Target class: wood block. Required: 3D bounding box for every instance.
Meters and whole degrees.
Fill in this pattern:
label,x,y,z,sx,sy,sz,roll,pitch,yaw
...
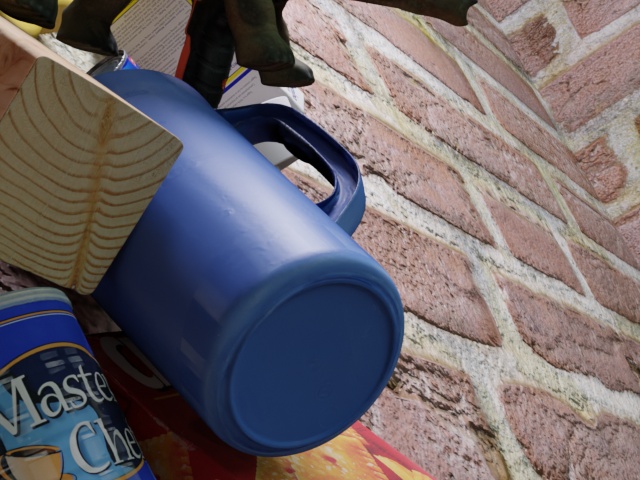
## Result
label,x,y,z,sx,sy,sz,roll,pitch,yaw
wood block,-0.172,-0.066,0.554,0.090,0.091,0.206,31,2,-44

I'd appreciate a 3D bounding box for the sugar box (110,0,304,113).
label,x,y,z,sx,sy,sz,roll,pitch,yaw
sugar box,-0.104,-0.151,0.927,0.176,0.093,0.048,44,23,-27

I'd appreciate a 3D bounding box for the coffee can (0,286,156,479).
label,x,y,z,sx,sy,sz,roll,pitch,yaw
coffee can,-0.134,0.107,0.488,0.140,0.103,0.102,60,23,13

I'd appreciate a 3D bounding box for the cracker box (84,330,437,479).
label,x,y,z,sx,sy,sz,roll,pitch,yaw
cracker box,-0.033,0.129,0.594,0.214,0.072,0.164,34,14,23

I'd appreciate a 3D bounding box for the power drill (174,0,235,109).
label,x,y,z,sx,sy,sz,roll,pitch,yaw
power drill,-0.098,-0.147,0.799,0.057,0.188,0.185,13,14,-29

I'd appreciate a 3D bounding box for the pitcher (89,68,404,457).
label,x,y,z,sx,sy,sz,roll,pitch,yaw
pitcher,-0.054,0.001,0.573,0.144,0.149,0.243,20,13,-39
